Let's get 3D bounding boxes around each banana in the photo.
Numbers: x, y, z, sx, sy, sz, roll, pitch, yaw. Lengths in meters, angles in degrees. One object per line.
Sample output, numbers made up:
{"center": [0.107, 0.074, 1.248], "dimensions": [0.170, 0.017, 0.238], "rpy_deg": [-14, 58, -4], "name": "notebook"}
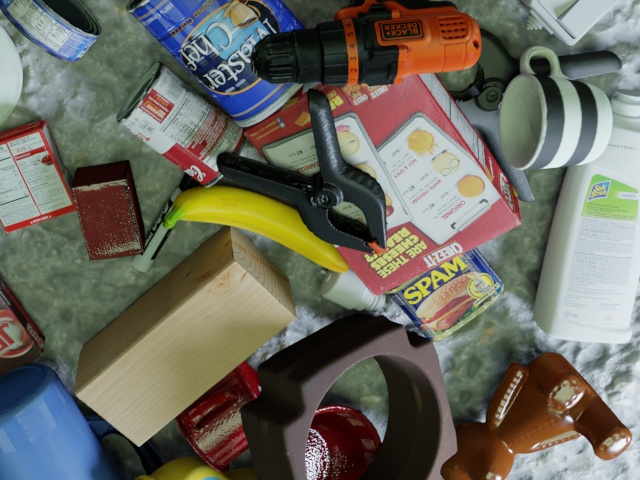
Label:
{"center": [-0.061, -0.015, 1.015], "dimensions": [0.197, 0.069, 0.037], "rpy_deg": [13, 143, -25], "name": "banana"}

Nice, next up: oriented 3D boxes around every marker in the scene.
{"center": [-0.146, -0.022, 1.027], "dimensions": [0.020, 0.020, 0.121], "rpy_deg": [28, 109, -18], "name": "marker"}

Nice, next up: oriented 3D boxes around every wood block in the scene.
{"center": [-0.133, 0.091, 1.043], "dimensions": [0.206, 0.090, 0.090], "rpy_deg": [-40, 113, 11], "name": "wood block"}

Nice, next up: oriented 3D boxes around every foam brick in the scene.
{"center": [-0.197, -0.028, 0.999], "dimensions": [0.051, 0.053, 0.078], "rpy_deg": [-10, 115, -2], "name": "foam brick"}

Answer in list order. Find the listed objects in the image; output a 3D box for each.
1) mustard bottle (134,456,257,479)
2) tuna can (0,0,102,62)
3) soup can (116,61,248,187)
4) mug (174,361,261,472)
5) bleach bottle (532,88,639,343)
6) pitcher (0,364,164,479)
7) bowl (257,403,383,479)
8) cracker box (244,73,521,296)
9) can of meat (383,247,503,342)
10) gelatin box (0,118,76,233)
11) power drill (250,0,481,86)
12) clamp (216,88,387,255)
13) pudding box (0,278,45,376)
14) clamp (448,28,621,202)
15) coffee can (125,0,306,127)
{"center": [-0.129, 0.274, 1.103], "dimensions": [0.191, 0.058, 0.096], "rpy_deg": [24, 92, -44], "name": "mustard bottle"}
{"center": [-0.229, -0.191, 0.901], "dimensions": [0.086, 0.086, 0.034], "rpy_deg": [39, 106, -21], "name": "tuna can"}
{"center": [-0.124, -0.105, 0.964], "dimensions": [0.102, 0.068, 0.068], "rpy_deg": [37, 106, -20], "name": "soup can"}
{"center": [-0.096, 0.172, 1.077], "dimensions": [0.081, 0.093, 0.117], "rpy_deg": [-37, 157, 5], "name": "mug"}
{"center": [0.284, -0.024, 1.055], "dimensions": [0.102, 0.068, 0.251], "rpy_deg": [5, 112, -10], "name": "bleach bottle"}
{"center": [-0.259, 0.245, 1.088], "dimensions": [0.145, 0.149, 0.243], "rpy_deg": [-14, 114, 19], "name": "pitcher"}
{"center": [-0.010, 0.247, 1.127], "dimensions": [0.161, 0.055, 0.162], "rpy_deg": [-6, 99, -36], "name": "bowl"}
{"center": [0.060, -0.072, 0.984], "dimensions": [0.164, 0.072, 0.213], "rpy_deg": [-28, 117, 24], "name": "cracker box"}
{"center": [0.121, 0.041, 1.069], "dimensions": [0.102, 0.057, 0.084], "rpy_deg": [-36, 116, 10], "name": "can of meat"}
{"center": [-0.273, -0.060, 0.988], "dimensions": [0.073, 0.030, 0.089], "rpy_deg": [-18, 116, 3], "name": "gelatin box"}
{"center": [0.027, -0.212, 0.875], "dimensions": [0.184, 0.187, 0.057], "rpy_deg": [-5, 158, -6], "name": "power drill"}
{"center": [-0.007, -0.045, 0.943], "dimensions": [0.120, 0.039, 0.171], "rpy_deg": [-21, 121, 28], "name": "clamp"}
{"center": [-0.341, 0.096, 1.047], "dimensions": [0.113, 0.039, 0.090], "rpy_deg": [-27, 116, 6], "name": "pudding box"}
{"center": [0.158, -0.130, 1.003], "dimensions": [0.209, 0.036, 0.165], "rpy_deg": [17, 113, -14], "name": "clamp"}
{"center": [-0.080, -0.182, 0.913], "dimensions": [0.103, 0.103, 0.140], "rpy_deg": [-40, 113, 12], "name": "coffee can"}
